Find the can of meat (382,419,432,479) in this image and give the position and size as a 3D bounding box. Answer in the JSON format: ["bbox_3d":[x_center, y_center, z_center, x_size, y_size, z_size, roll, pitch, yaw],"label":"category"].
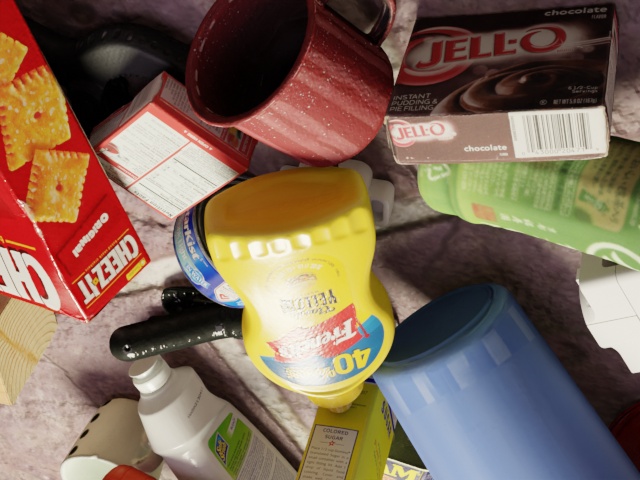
[{"bbox_3d":[0.047,0.172,0.870,0.102,0.057,0.084,17,140,3],"label":"can of meat"}]

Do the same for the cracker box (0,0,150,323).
[{"bbox_3d":[-0.219,-0.059,0.656,0.164,0.072,0.213,13,138,36],"label":"cracker box"}]

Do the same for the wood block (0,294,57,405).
[{"bbox_3d":[-0.335,0.056,0.872,0.206,0.090,0.091,10,136,11],"label":"wood block"}]

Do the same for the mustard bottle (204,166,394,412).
[{"bbox_3d":[-0.004,0.044,0.665,0.096,0.058,0.191,-13,133,2],"label":"mustard bottle"}]

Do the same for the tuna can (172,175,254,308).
[{"bbox_3d":[-0.055,0.001,0.711,0.086,0.086,0.034,36,137,-17],"label":"tuna can"}]

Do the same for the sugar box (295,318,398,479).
[{"bbox_3d":[0.023,0.146,0.763,0.048,0.176,0.093,8,137,16],"label":"sugar box"}]

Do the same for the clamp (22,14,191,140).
[{"bbox_3d":[-0.146,-0.089,0.689,0.210,0.036,0.164,9,137,13],"label":"clamp"}]

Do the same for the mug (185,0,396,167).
[{"bbox_3d":[-0.006,-0.099,0.584,0.117,0.093,0.081,-48,137,15],"label":"mug"}]

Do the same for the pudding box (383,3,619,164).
[{"bbox_3d":[0.097,-0.083,0.564,0.114,0.090,0.039,1,136,19],"label":"pudding box"}]

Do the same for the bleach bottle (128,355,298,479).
[{"bbox_3d":[-0.080,0.189,0.919,0.068,0.102,0.250,-21,118,23],"label":"bleach bottle"}]

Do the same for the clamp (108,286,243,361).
[{"bbox_3d":[-0.058,0.048,0.773,0.171,0.120,0.039,-7,108,4],"label":"clamp"}]

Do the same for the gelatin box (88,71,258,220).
[{"bbox_3d":[-0.094,-0.056,0.657,0.073,0.030,0.089,34,141,-25],"label":"gelatin box"}]

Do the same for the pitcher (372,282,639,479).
[{"bbox_3d":[0.140,0.151,0.742,0.149,0.144,0.243,-20,107,50],"label":"pitcher"}]
